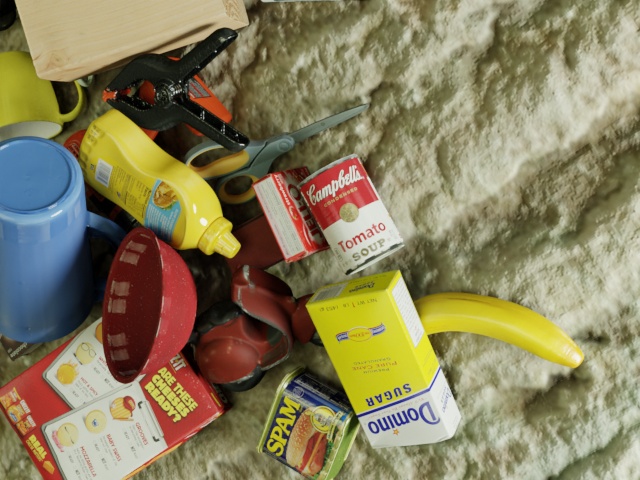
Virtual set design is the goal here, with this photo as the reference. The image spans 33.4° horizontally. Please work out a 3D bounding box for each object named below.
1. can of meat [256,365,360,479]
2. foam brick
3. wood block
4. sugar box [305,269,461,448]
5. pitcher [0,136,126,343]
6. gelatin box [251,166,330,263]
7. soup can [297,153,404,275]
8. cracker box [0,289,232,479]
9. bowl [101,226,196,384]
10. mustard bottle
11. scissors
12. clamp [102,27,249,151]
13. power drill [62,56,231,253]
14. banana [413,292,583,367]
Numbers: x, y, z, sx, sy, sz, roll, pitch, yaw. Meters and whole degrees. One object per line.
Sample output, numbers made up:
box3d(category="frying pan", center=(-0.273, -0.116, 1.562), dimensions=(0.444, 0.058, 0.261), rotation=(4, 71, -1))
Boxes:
box3d(category="can of meat", center=(-0.009, 0.197, 1.122), dimensions=(0.084, 0.057, 0.102), rotation=(27, 112, 19))
box3d(category="foam brick", center=(-0.057, 0.001, 1.113), dimensions=(0.078, 0.052, 0.051), rotation=(-27, 86, 31))
box3d(category="wood block", center=(-0.190, -0.235, 1.086), dimensions=(0.206, 0.090, 0.091), rotation=(-16, 93, 12))
box3d(category="sugar box", center=(0.063, 0.120, 1.044), dimensions=(0.093, 0.048, 0.176), rotation=(-13, 110, 30))
box3d(category="pitcher", center=(-0.297, 0.000, 1.146), dimensions=(0.145, 0.149, 0.243), rotation=(41, 149, 14))
box3d(category="gelatin box", center=(-0.023, -0.027, 1.077), dimensions=(0.030, 0.073, 0.089), rotation=(-27, 86, 30))
box3d(category="soup can", center=(0.030, -0.025, 1.052), dimensions=(0.069, 0.068, 0.102), rotation=(-31, 85, 29))
box3d(category="cracker box", center=(-0.232, 0.180, 1.197), dimensions=(0.214, 0.072, 0.164), rotation=(-35, 83, 7))
box3d(category="bowl", center=(-0.172, 0.069, 1.100), dimensions=(0.162, 0.055, 0.162), rotation=(-22, 64, 55))
box3d(category="mustard bottle", center=(-0.161, -0.046, 1.095), dimensions=(0.192, 0.058, 0.096), rotation=(38, 138, 11))
box3d(category="scissors", center=(-0.040, -0.085, 1.101), dimensions=(0.202, 0.016, 0.096), rotation=(-11, 136, 8))
box3d(category="clamp", center=(-0.145, -0.159, 1.072), dimensions=(0.172, 0.039, 0.120), rotation=(11, 105, 24))
box3d(category="power drill", center=(-0.181, -0.091, 1.161), dimensions=(0.184, 0.057, 0.188), rotation=(48, 117, 9))
box3d(category="banana", center=(0.153, 0.083, 1.026), dimensions=(0.198, 0.037, 0.069), rotation=(1, 122, 30))
